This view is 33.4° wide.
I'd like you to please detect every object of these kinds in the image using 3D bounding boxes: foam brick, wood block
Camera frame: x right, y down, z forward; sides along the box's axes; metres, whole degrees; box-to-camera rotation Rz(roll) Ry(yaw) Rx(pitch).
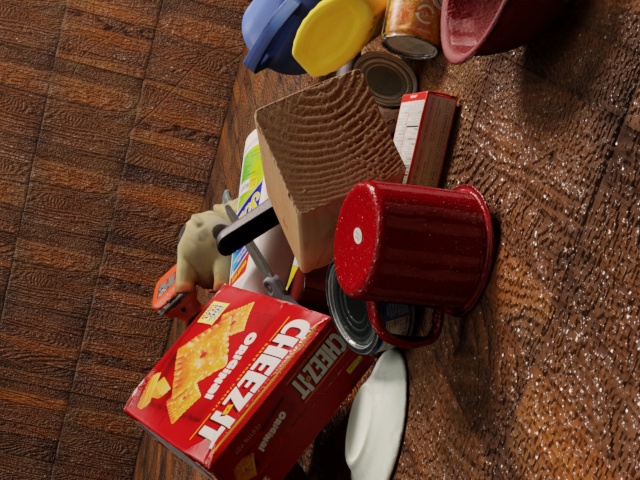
[{"bbox_3d":[-0.002,0.056,1.097,0.078,0.053,0.051,118,162,-49],"label":"foam brick"},{"bbox_3d":[0.006,-0.050,0.886,0.206,0.090,0.091,92,155,-76],"label":"wood block"}]

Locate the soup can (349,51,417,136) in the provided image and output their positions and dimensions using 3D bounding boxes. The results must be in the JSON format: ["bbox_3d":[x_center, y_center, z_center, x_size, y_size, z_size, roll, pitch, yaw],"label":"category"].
[{"bbox_3d":[0.046,-0.126,1.031,0.102,0.068,0.068,120,160,-55],"label":"soup can"}]

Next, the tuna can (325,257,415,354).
[{"bbox_3d":[0.039,0.048,0.854,0.086,0.033,0.086,36,133,52],"label":"tuna can"}]

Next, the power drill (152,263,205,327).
[{"bbox_3d":[-0.124,0.110,1.335,0.057,0.187,0.184,-44,13,4],"label":"power drill"}]

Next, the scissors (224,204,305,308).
[{"bbox_3d":[-0.048,0.063,1.083,0.202,0.016,0.096,50,143,22],"label":"scissors"}]

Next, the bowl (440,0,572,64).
[{"bbox_3d":[0.133,-0.188,0.698,0.162,0.055,0.162,-167,90,-79],"label":"bowl"}]

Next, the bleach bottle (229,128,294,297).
[{"bbox_3d":[-0.058,0.001,1.145,0.103,0.068,0.251,-24,54,60],"label":"bleach bottle"}]

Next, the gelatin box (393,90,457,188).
[{"bbox_3d":[0.083,-0.078,0.889,0.073,0.030,0.089,-156,77,-78],"label":"gelatin box"}]

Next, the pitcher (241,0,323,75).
[{"bbox_3d":[-0.019,-0.327,1.432,0.243,0.144,0.149,133,134,-64],"label":"pitcher"}]

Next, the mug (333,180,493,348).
[{"bbox_3d":[0.059,0.015,0.728,0.093,0.081,0.117,170,105,-69],"label":"mug"}]

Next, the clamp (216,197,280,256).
[{"bbox_3d":[-0.009,-0.052,1.075,0.210,0.165,0.036,-76,-20,-44],"label":"clamp"}]

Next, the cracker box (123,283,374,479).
[{"bbox_3d":[-0.074,0.131,0.967,0.164,0.072,0.214,-51,26,-15],"label":"cracker box"}]

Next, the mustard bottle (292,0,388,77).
[{"bbox_3d":[0.048,-0.226,1.045,0.096,0.058,0.191,-44,1,36],"label":"mustard bottle"}]
